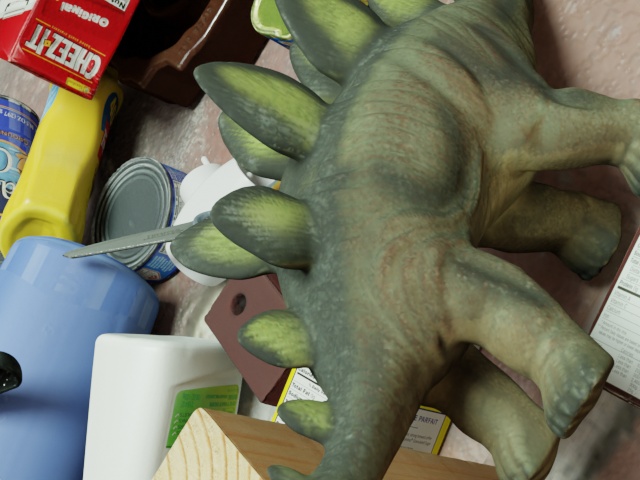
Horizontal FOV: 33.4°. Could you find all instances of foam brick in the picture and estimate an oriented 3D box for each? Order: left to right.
[{"bbox_3d":[-0.021,0.056,0.625,0.053,0.051,0.078,-55,47,14],"label":"foam brick"}]

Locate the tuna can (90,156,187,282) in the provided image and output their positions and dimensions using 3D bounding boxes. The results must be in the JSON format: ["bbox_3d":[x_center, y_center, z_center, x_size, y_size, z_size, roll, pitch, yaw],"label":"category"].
[{"bbox_3d":[-0.123,-0.014,0.756,0.086,0.033,0.086,-16,65,38],"label":"tuna can"}]

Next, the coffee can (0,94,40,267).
[{"bbox_3d":[-0.274,-0.033,0.854,0.103,0.102,0.140,-28,58,33],"label":"coffee can"}]

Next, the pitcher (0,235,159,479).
[{"bbox_3d":[-0.186,0.128,0.688,0.145,0.149,0.242,2,63,41],"label":"pitcher"}]

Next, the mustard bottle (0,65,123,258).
[{"bbox_3d":[-0.188,-0.074,0.801,0.096,0.058,0.191,121,161,-54],"label":"mustard bottle"}]

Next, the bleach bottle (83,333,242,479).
[{"bbox_3d":[-0.099,0.183,0.633,0.068,0.102,0.251,3,86,30],"label":"bleach bottle"}]

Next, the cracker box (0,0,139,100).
[{"bbox_3d":[-0.164,-0.217,0.749,0.164,0.072,0.214,29,93,56],"label":"cracker box"}]

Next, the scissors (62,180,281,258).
[{"bbox_3d":[-0.054,0.001,0.625,0.201,0.016,0.096,-21,40,0],"label":"scissors"}]
